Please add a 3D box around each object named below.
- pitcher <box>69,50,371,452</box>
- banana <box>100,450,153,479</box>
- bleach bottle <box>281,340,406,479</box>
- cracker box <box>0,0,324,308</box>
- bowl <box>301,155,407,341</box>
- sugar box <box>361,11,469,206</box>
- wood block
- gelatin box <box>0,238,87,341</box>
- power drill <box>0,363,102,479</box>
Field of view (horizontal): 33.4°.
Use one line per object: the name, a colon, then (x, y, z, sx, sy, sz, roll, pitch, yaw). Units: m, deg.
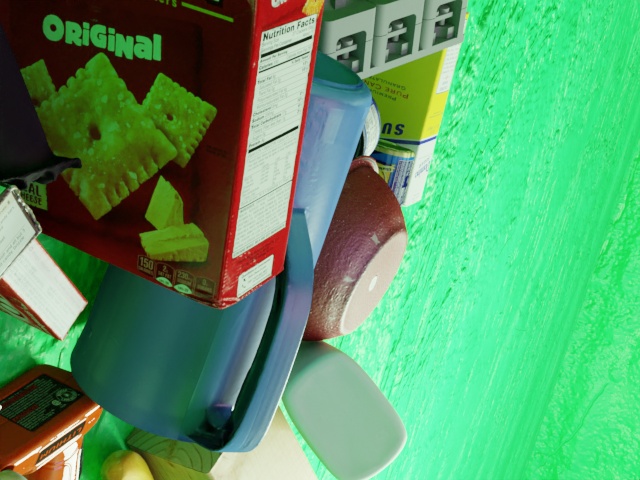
pitcher: (-0.054, 0.001, 0.663, 0.243, 0.149, 0.144, -67, 170, 20)
banana: (-0.141, 0.212, 0.831, 0.037, 0.070, 0.198, -16, 134, -12)
bleach bottle: (-0.006, 0.122, 0.902, 0.068, 0.102, 0.251, -37, -171, -7)
cracker box: (-0.090, -0.091, 0.539, 0.072, 0.164, 0.214, -36, 142, -52)
bowl: (0.019, 0.019, 0.807, 0.162, 0.055, 0.162, -50, 160, -26)
sugar box: (0.062, -0.126, 0.941, 0.048, 0.093, 0.176, -22, 129, -59)
wood block: (-0.065, 0.208, 0.893, 0.090, 0.090, 0.206, -53, 137, -32)
gelatin box: (-0.173, 0.012, 0.561, 0.030, 0.073, 0.089, -60, 156, -21)
power drill: (-0.200, 0.186, 0.681, 0.184, 0.057, 0.188, -40, 148, -55)
